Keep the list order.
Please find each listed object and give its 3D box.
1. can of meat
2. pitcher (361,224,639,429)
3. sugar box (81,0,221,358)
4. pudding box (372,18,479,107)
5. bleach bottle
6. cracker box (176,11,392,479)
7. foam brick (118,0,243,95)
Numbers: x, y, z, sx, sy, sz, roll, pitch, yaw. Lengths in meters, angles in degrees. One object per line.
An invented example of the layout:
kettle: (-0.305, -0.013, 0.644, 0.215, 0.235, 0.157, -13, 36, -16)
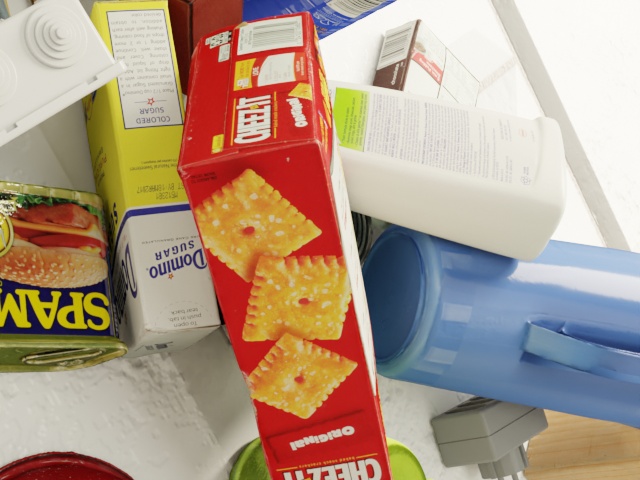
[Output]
can of meat: (-0.150, 0.019, 0.529, 0.101, 0.058, 0.084, 7, 68, -47)
pitcher: (0.155, 0.059, 0.749, 0.242, 0.149, 0.145, 10, 55, -25)
sugar box: (-0.097, -0.030, 0.577, 0.048, 0.093, 0.176, -5, 78, -19)
pudding box: (0.083, -0.107, 0.854, 0.090, 0.039, 0.113, 40, 51, -34)
bleach bottle: (0.028, -0.063, 0.683, 0.250, 0.068, 0.102, 15, 43, -8)
cracker box: (-0.016, 0.009, 0.570, 0.164, 0.072, 0.214, -95, 174, -58)
foam brick: (-0.081, -0.134, 0.624, 0.053, 0.078, 0.051, 31, 59, 15)
